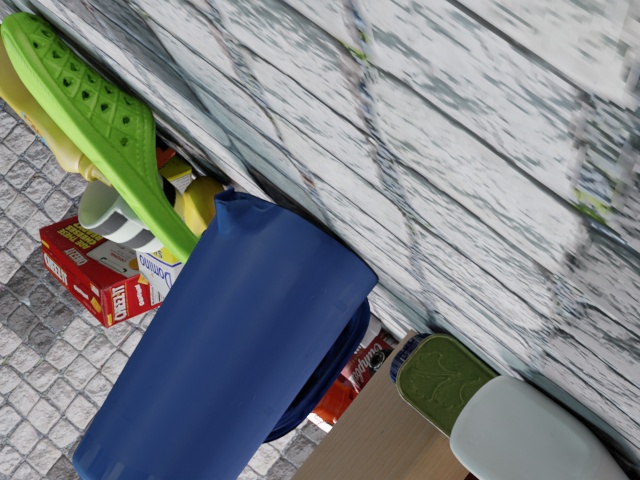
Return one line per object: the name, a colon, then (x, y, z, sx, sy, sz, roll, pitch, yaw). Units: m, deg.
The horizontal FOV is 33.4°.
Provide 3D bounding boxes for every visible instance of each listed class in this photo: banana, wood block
banana: (-0.111, -0.031, 1.051, 0.198, 0.037, 0.069, 158, 98, -78)
wood block: (0.061, 0.193, 0.923, 0.091, 0.206, 0.090, 35, 173, 39)

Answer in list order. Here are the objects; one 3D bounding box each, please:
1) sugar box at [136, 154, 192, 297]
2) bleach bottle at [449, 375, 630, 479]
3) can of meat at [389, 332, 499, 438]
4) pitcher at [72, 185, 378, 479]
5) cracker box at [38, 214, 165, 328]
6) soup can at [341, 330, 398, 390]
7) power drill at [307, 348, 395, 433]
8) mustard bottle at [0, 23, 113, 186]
sugar box: (-0.175, -0.019, 1.190, 0.093, 0.048, 0.176, 36, 138, 42)
bleach bottle: (0.186, 0.181, 0.750, 0.103, 0.068, 0.250, 35, 175, 41)
can of meat: (0.102, 0.115, 0.801, 0.102, 0.057, 0.084, 40, 177, 0)
pitcher: (-0.067, 0.095, 0.795, 0.149, 0.243, 0.145, 33, 173, 2)
cracker box: (-0.222, 0.012, 1.361, 0.164, 0.213, 0.072, 35, 137, 40)
soup can: (0.033, 0.115, 1.200, 0.102, 0.068, 0.068, 39, 175, 9)
power drill: (0.067, 0.168, 1.094, 0.188, 0.057, 0.184, -9, 140, 48)
mustard bottle: (-0.253, -0.120, 1.009, 0.192, 0.058, 0.096, 45, 176, 15)
